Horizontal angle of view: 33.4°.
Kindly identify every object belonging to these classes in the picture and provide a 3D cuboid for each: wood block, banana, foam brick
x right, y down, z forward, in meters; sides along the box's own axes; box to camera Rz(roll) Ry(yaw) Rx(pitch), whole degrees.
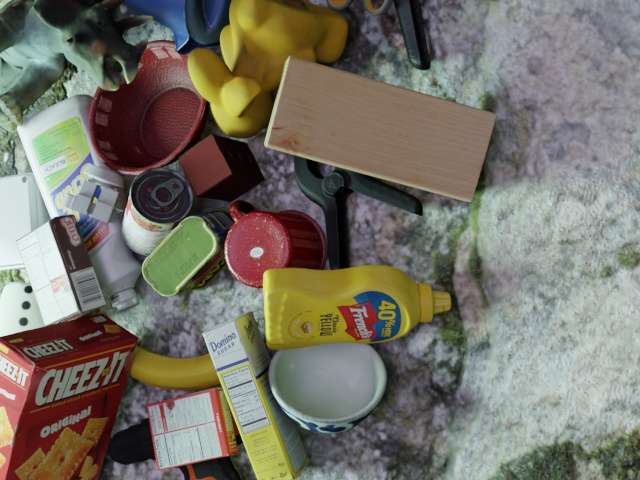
[{"bbox_3d":[0.056,-0.109,1.054,0.206,0.090,0.091,14,95,-6],"label":"wood block"},{"bbox_3d":[-0.157,0.138,1.218,0.198,0.037,0.069,-9,62,21],"label":"banana"},{"bbox_3d":[-0.109,-0.079,1.181,0.051,0.078,0.053,-32,76,21],"label":"foam brick"}]

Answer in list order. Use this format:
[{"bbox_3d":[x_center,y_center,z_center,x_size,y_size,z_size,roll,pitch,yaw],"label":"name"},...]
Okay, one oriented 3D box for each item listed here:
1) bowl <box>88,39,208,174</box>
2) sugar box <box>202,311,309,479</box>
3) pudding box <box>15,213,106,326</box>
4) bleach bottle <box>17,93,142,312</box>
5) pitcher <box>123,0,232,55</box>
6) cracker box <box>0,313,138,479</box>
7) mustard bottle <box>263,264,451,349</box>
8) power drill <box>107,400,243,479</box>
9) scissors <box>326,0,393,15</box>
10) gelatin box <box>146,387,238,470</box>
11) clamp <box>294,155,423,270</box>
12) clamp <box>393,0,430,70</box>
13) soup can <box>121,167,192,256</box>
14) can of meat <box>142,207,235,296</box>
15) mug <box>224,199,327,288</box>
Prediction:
[{"bbox_3d":[-0.184,-0.144,1.218,0.162,0.055,0.162,-8,71,26],"label":"bowl"},{"bbox_3d":[-0.067,0.167,1.127,0.048,0.093,0.176,-23,88,8],"label":"sugar box"},{"bbox_3d":[-0.298,0.036,1.220,0.090,0.039,0.113,-22,85,48],"label":"pudding box"},{"bbox_3d":[-0.266,-0.038,1.256,0.102,0.068,0.251,-25,83,7],"label":"bleach bottle"},{"bbox_3d":[-0.188,-0.328,1.203,0.243,0.149,0.145,28,142,25],"label":"pitcher"},{"bbox_3d":[-0.300,0.201,1.186,0.072,0.163,0.214,28,110,26],"label":"cracker box"},{"bbox_3d":[0.038,0.067,1.095,0.191,0.096,0.058,-3,43,-3],"label":"mustard bottle"},{"bbox_3d":[-0.143,0.278,1.192,0.185,0.057,0.188,-21,80,22],"label":"power drill"},{"bbox_3d":[0.033,-0.331,1.126,0.096,0.016,0.202,-13,86,37],"label":"scissors"},{"bbox_3d":[-0.139,0.204,1.153,0.089,0.030,0.073,-16,80,19],"label":"gelatin box"},{"bbox_3d":[0.018,-0.048,1.145,0.120,0.039,0.172,-46,66,10],"label":"clamp"},{"bbox_3d":[0.097,-0.305,1.118,0.165,0.036,0.210,-46,69,22],"label":"clamp"},{"bbox_3d":[-0.184,-0.030,1.190,0.068,0.102,0.068,6,66,-14],"label":"soup can"},{"bbox_3d":[-0.139,0.014,1.182,0.102,0.083,0.057,-45,81,15],"label":"can of meat"},{"bbox_3d":[-0.058,0.001,1.152,0.093,0.081,0.117,-41,73,17],"label":"mug"}]
